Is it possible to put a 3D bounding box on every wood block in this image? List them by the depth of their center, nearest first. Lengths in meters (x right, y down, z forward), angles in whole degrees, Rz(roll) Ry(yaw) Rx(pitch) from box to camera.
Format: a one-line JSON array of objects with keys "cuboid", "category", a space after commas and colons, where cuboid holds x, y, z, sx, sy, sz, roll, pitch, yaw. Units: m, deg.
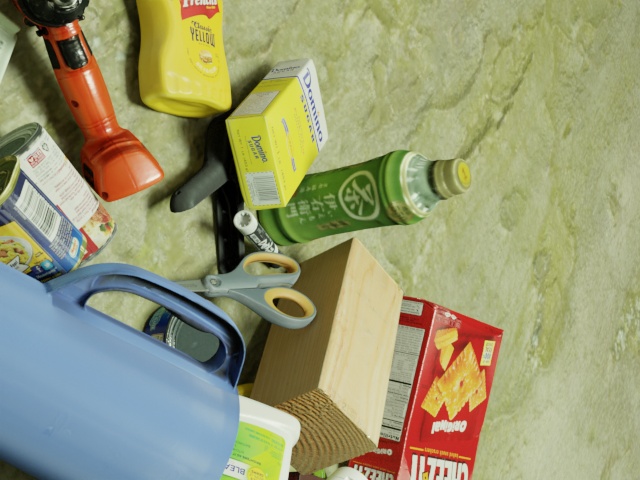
[{"cuboid": [0.009, 0.106, 1.016, 0.090, 0.091, 0.206, 48, 33, -24], "category": "wood block"}]

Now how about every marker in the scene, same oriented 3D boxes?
[{"cuboid": [-0.057, 0.001, 1.024, 0.121, 0.020, 0.020, 56, 36, -66], "category": "marker"}]

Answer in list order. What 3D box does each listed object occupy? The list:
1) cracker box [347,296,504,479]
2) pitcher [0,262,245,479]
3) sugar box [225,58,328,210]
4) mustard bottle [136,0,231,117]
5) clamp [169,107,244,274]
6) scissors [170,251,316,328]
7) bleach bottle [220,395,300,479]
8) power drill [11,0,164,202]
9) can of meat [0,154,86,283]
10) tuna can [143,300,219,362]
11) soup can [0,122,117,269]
[{"cuboid": [0.118, 0.180, 1.161, 0.164, 0.072, 0.213, 23, 77, -52], "category": "cracker box"}, {"cuboid": [-0.177, 0.091, 0.736, 0.242, 0.145, 0.149, 35, 51, -30], "category": "pitcher"}, {"cuboid": [-0.037, -0.108, 1.040, 0.176, 0.048, 0.093, -59, 142, -58], "category": "sugar box"}, {"cuboid": [-0.128, -0.214, 0.983, 0.096, 0.058, 0.191, 5, 77, -53], "category": "mustard bottle"}, {"cuboid": [-0.094, -0.063, 1.003, 0.120, 0.039, 0.171, 56, 36, -58], "category": "clamp"}, {"cuboid": [-0.080, 0.053, 0.944, 0.201, 0.016, 0.096, -16, 57, -49], "category": "scissors"}, {"cuboid": [-0.076, 0.241, 0.816, 0.102, 0.068, 0.250, 24, 45, -20], "category": "bleach bottle"}, {"cuboid": [-0.180, -0.127, 0.816, 0.057, 0.185, 0.187, -23, 111, -12], "category": "power drill"}, {"cuboid": [-0.231, -0.001, 0.759, 0.084, 0.102, 0.057, 53, 24, -35], "category": "can of meat"}, {"cuboid": [-0.117, 0.095, 0.944, 0.086, 0.034, 0.086, 16, 69, -50], "category": "tuna can"}, {"cuboid": [-0.213, -0.031, 0.819, 0.102, 0.069, 0.068, 57, 42, -27], "category": "soup can"}]
